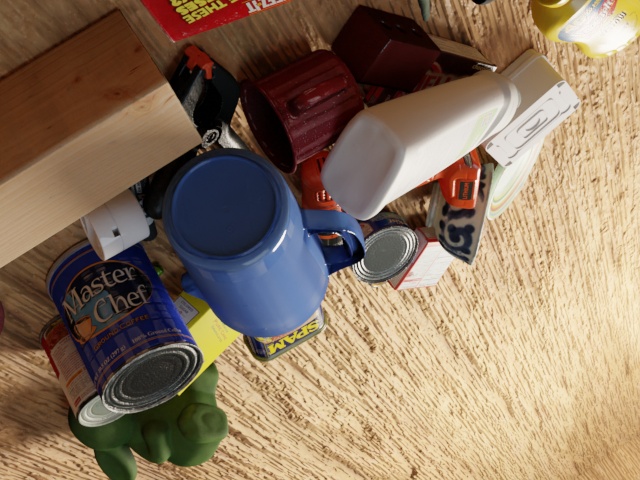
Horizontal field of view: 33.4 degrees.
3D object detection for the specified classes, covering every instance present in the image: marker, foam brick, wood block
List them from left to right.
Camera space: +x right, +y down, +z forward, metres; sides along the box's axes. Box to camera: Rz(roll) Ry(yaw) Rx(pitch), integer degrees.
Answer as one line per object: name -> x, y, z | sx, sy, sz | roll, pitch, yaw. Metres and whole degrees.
wood block -> -0.210, -0.073, 0.823 | 0.206, 0.090, 0.090 | -33, 150, -3
marker -> -0.165, -0.038, 0.987 | 0.020, 0.020, 0.121 | -23, 149, -18
foam brick -> 0.060, -0.175, 0.976 | 0.078, 0.053, 0.051 | 1, 136, -47

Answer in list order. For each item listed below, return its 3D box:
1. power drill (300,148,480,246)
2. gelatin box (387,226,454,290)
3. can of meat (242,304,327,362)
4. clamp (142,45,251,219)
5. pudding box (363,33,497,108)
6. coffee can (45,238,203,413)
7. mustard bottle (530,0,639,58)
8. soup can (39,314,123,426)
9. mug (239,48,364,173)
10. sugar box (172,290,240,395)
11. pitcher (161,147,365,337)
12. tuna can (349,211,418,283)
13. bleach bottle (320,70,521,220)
power drill -> 0.071, -0.048, 1.129 | 0.187, 0.057, 0.184 | -15, 155, -4
gelatin box -> 0.129, 0.021, 1.316 | 0.073, 0.030, 0.089 | -5, 139, -40
can of meat -> -0.047, 0.084, 1.245 | 0.102, 0.057, 0.084 | -28, 147, -11
clamp -> -0.100, -0.100, 0.944 | 0.120, 0.039, 0.172 | -33, 154, -39
pudding box -> 0.109, -0.156, 1.063 | 0.113, 0.039, 0.090 | 1, 134, -46
coffee can -> -0.187, 0.077, 1.012 | 0.102, 0.140, 0.103 | -24, 149, -16
mustard bottle -> 0.264, -0.239, 1.065 | 0.096, 0.058, 0.191 | -45, 152, 28
soup can -> -0.233, 0.128, 1.079 | 0.068, 0.102, 0.068 | -25, 149, -16
mug -> -0.011, -0.120, 0.939 | 0.081, 0.093, 0.117 | -30, 179, -17
sugar box -> -0.112, 0.076, 1.136 | 0.176, 0.048, 0.093 | -43, 152, -12
pitcher -> -0.056, 0.001, 0.978 | 0.149, 0.145, 0.243 | -52, 167, -9
tuna can -> 0.069, 0.008, 1.252 | 0.086, 0.034, 0.086 | -16, 134, -18
bleach bottle -> 0.111, -0.102, 1.004 | 0.250, 0.068, 0.103 | -26, 156, -46
